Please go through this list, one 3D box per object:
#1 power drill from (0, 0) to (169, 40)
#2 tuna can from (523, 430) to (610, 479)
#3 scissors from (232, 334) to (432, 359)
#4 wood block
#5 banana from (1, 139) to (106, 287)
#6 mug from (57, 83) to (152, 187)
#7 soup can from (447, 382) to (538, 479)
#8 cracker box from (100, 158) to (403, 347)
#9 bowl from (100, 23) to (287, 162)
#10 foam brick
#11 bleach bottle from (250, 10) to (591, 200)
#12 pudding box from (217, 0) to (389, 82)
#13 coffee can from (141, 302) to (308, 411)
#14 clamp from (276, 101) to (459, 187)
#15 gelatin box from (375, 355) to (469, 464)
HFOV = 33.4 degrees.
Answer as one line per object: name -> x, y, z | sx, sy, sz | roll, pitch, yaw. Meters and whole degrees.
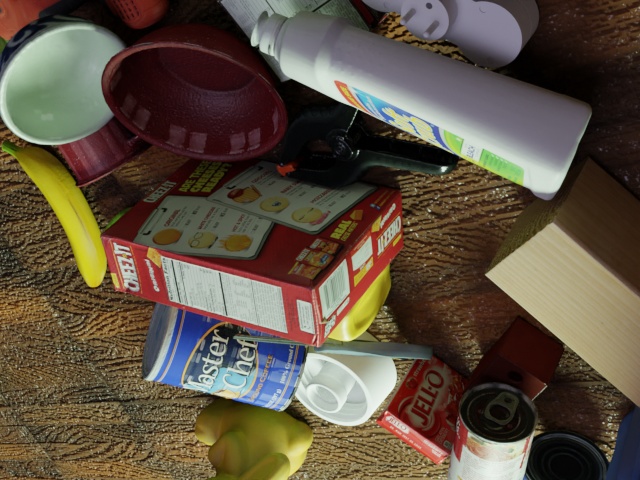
power drill -> -0.237, -0.256, 0.925 | 0.188, 0.057, 0.184 | -5, 122, 38
tuna can -> 0.225, 0.219, 0.992 | 0.086, 0.086, 0.034 | 21, 134, 19
scissors -> 0.024, 0.096, 0.975 | 0.096, 0.201, 0.016 | -2, 81, 41
wood block -> 0.244, 0.047, 0.826 | 0.206, 0.090, 0.091 | 40, 139, -2
banana -> -0.276, -0.029, 1.171 | 0.070, 0.037, 0.198 | 11, 132, 52
mug -> -0.206, -0.111, 1.006 | 0.117, 0.093, 0.081 | -12, 114, 48
soup can -> 0.151, 0.185, 0.947 | 0.069, 0.068, 0.102 | 20, 134, 20
cracker box -> -0.056, 0.001, 0.941 | 0.214, 0.164, 0.072 | 13, 128, 26
bowl -> -0.102, -0.135, 0.913 | 0.162, 0.055, 0.162 | 9, 150, 5
foam brick -> 0.174, 0.118, 0.965 | 0.053, 0.051, 0.078 | 34, 138, 5
bleach bottle -> 0.068, -0.110, 0.789 | 0.251, 0.068, 0.102 | 23, 176, 10
pudding box -> -0.014, -0.186, 0.844 | 0.114, 0.039, 0.090 | -24, 110, 43
coffee can -> -0.094, 0.103, 1.050 | 0.140, 0.103, 0.103 | 16, 141, -16
clamp -> 0.034, -0.081, 0.901 | 0.120, 0.039, 0.172 | 53, 140, -7
gelatin box -> 0.106, 0.158, 1.021 | 0.073, 0.089, 0.030 | 35, 139, 4
